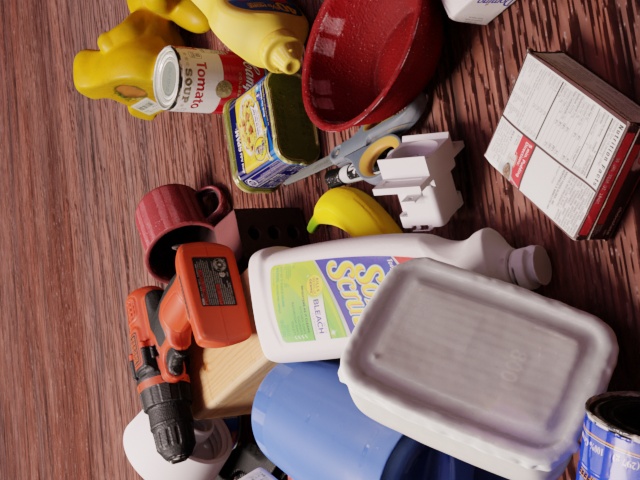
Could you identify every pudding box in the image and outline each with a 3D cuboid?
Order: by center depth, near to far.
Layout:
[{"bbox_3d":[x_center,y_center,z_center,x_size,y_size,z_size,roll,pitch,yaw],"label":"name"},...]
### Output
[{"bbox_3d":[0.168,-0.066,0.722,0.114,0.039,0.090,50,131,43],"label":"pudding box"}]

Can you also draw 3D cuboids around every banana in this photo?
[{"bbox_3d":[0.045,0.001,0.927,0.198,0.037,0.069,45,146,50],"label":"banana"}]

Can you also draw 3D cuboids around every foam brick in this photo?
[{"bbox_3d":[-0.057,0.001,1.047,0.051,0.078,0.053,-37,62,52],"label":"foam brick"}]

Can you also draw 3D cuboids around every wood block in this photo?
[{"bbox_3d":[-0.054,0.094,1.033,0.206,0.090,0.091,-43,56,50],"label":"wood block"}]

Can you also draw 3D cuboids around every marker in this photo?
[{"bbox_3d":[0.040,-0.063,0.944,0.121,0.020,0.020,-12,80,57],"label":"marker"}]

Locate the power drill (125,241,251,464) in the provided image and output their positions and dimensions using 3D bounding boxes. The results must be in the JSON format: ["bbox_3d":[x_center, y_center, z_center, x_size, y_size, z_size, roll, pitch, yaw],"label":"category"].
[{"bbox_3d":[-0.130,0.101,1.014,0.188,0.057,0.184,-46,54,49],"label":"power drill"}]

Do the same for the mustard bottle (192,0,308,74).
[{"bbox_3d":[-0.065,-0.219,1.037,0.192,0.096,0.058,57,134,41],"label":"mustard bottle"}]

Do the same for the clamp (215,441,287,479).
[{"bbox_3d":[-0.051,0.241,1.079,0.210,0.036,0.164,-3,86,54],"label":"clamp"}]

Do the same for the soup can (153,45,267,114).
[{"bbox_3d":[-0.115,-0.166,1.113,0.069,0.102,0.068,1,91,58],"label":"soup can"}]

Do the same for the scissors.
[{"bbox_3d":[0.022,-0.063,0.934,0.202,0.016,0.096,-37,37,42],"label":"scissors"}]

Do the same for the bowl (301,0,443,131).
[{"bbox_3d":[0.051,-0.158,0.871,0.162,0.055,0.162,-33,49,47],"label":"bowl"}]

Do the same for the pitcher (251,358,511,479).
[{"bbox_3d":[0.047,0.155,0.853,0.243,0.149,0.145,14,118,60],"label":"pitcher"}]

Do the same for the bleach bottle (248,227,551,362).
[{"bbox_3d":[0.059,0.033,0.830,0.251,0.067,0.102,-14,81,38],"label":"bleach bottle"}]

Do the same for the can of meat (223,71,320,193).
[{"bbox_3d":[-0.047,-0.107,1.049,0.084,0.057,0.102,-27,68,53],"label":"can of meat"}]

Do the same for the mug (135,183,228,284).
[{"bbox_3d":[-0.153,-0.018,1.203,0.117,0.093,0.081,-41,45,13],"label":"mug"}]
